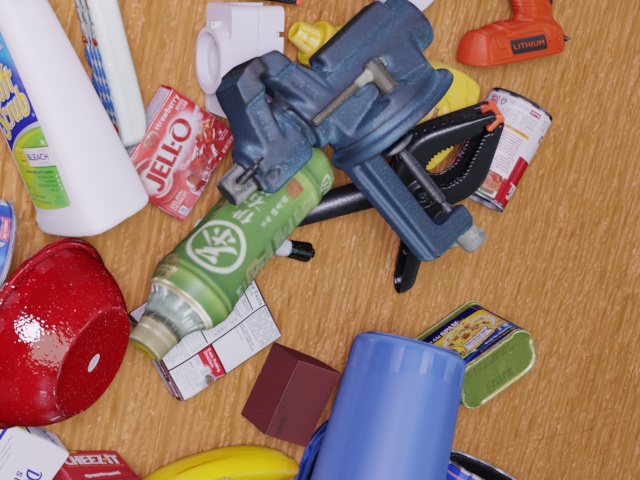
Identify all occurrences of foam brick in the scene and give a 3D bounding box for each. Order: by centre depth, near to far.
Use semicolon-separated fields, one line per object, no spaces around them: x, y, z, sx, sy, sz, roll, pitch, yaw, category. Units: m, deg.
-0.028;0.143;0.995;0.052;0.051;0.078;25;92;-33;foam brick

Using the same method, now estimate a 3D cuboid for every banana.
-0.110;0.226;0.985;0.197;0.037;0.070;-20;132;-23;banana

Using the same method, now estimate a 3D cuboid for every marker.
-0.056;0.001;0.951;0.120;0.020;0.020;13;99;-33;marker

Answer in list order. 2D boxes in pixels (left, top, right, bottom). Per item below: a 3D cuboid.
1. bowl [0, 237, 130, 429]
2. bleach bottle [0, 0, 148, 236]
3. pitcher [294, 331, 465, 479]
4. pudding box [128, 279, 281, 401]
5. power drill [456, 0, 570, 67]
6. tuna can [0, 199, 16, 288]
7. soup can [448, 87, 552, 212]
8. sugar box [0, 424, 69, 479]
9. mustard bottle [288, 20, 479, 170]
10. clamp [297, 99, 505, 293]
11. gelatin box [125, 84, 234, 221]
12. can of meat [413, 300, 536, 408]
-0.196;0.082;0.822;0.162;0.055;0.162;-53;157;-35;bowl
-0.216;-0.126;0.779;0.068;0.103;0.251;-36;115;-33;bleach bottle
0.048;0.211;0.989;0.149;0.145;0.243;14;81;7;pitcher
-0.100;0.074;0.938;0.113;0.039;0.090;-34;119;-19;pudding box
0.162;-0.257;0.975;0.184;0.057;0.188;-13;112;-27;power drill
-0.258;0.008;0.793;0.033;0.086;0.086;17;97;-32;tuna can
0.170;-0.087;1.028;0.068;0.069;0.102;29;89;-34;soup can
-0.298;0.164;0.845;0.176;0.048;0.093;39;84;-37;sugar box
0.049;-0.141;0.944;0.191;0.058;0.096;26;101;-34;mustard bottle
0.077;-0.050;0.964;0.164;0.036;0.210;23;120;-32;clamp
-0.122;-0.072;0.882;0.073;0.030;0.089;34;87;-34;gelatin box
0.153;0.115;1.074;0.102;0.084;0.057;-33;119;-18;can of meat
